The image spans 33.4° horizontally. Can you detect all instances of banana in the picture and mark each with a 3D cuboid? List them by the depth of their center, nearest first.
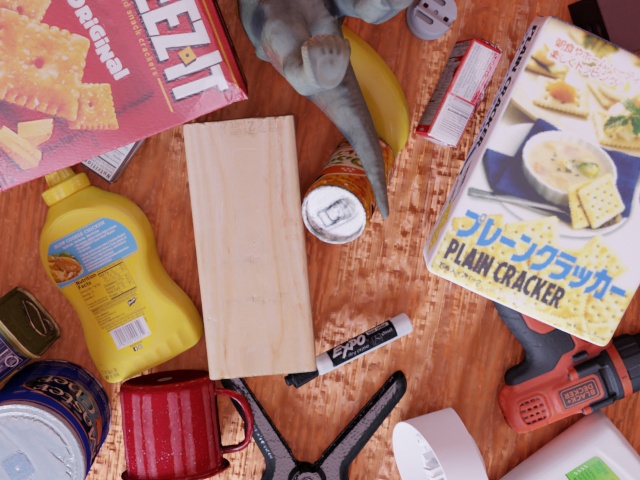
[{"bbox_3d":[0.015,-0.143,0.899,0.069,0.037,0.198,-41,97,3],"label":"banana"}]

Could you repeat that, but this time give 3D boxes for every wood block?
[{"bbox_3d":[-0.056,0.001,0.888,0.090,0.091,0.206,-5,98,-1],"label":"wood block"}]

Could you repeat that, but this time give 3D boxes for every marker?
[{"bbox_3d":[0.024,0.096,0.924,0.121,0.020,0.020,-25,98,-14],"label":"marker"}]

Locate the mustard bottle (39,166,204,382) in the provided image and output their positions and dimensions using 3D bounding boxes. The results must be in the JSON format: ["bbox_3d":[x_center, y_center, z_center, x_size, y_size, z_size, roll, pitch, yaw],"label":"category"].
[{"bbox_3d":[-0.182,0.018,0.901,0.096,0.058,0.191,-25,98,14],"label":"mustard bottle"}]

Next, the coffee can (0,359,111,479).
[{"bbox_3d":[-0.233,0.164,0.877,0.103,0.140,0.103,0,98,-2],"label":"coffee can"}]

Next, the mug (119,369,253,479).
[{"bbox_3d":[-0.115,0.155,0.907,0.117,0.093,0.081,-5,93,5],"label":"mug"}]

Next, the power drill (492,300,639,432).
[{"bbox_3d":[0.219,0.057,0.922,0.184,0.057,0.187,-23,98,1],"label":"power drill"}]

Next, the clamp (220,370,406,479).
[{"bbox_3d":[-0.022,0.203,0.943,0.164,0.036,0.210,11,93,-2],"label":"clamp"}]

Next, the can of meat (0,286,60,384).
[{"bbox_3d":[-0.273,0.091,0.887,0.084,0.102,0.057,-39,97,5],"label":"can of meat"}]

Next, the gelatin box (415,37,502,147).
[{"bbox_3d":[0.114,-0.123,0.887,0.030,0.073,0.089,25,95,-6],"label":"gelatin box"}]

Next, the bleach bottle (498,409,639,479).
[{"bbox_3d":[0.179,0.263,0.947,0.251,0.068,0.102,-39,97,5],"label":"bleach bottle"}]

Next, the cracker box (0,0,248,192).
[{"bbox_3d":[-0.182,-0.151,0.819,0.213,0.072,0.164,-20,111,2],"label":"cracker box"}]
